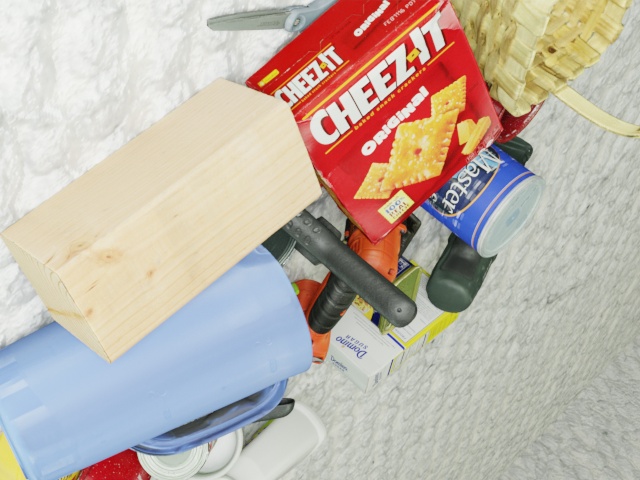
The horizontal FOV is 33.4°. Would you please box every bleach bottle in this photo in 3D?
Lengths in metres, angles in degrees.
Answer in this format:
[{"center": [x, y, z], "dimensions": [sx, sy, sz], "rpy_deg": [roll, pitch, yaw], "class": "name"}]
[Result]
[{"center": [-0.080, 0.268, 1.240], "dimensions": [0.103, 0.068, 0.250], "rpy_deg": [-45, 172, 20], "class": "bleach bottle"}]

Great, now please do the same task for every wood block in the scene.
[{"center": [-0.111, -0.020, 0.778], "dimensions": [0.205, 0.091, 0.090], "rpy_deg": [-40, 131, -22], "class": "wood block"}]

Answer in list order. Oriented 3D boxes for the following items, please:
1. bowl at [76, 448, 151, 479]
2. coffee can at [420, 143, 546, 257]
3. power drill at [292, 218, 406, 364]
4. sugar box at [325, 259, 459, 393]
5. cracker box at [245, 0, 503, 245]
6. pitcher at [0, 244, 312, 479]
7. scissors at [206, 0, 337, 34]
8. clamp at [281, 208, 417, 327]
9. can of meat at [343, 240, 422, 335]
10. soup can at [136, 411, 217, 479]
[{"center": [-0.203, 0.248, 1.003], "dimensions": [0.162, 0.055, 0.162], "rpy_deg": [-64, 180, -1], "class": "bowl"}, {"center": [0.153, -0.063, 1.139], "dimensions": [0.102, 0.140, 0.103], "rpy_deg": [-39, 154, -23], "class": "coffee can"}, {"center": [0.023, 0.021, 1.082], "dimensions": [0.188, 0.057, 0.184], "rpy_deg": [-57, -166, 37], "class": "power drill"}, {"center": [0.085, 0.105, 1.329], "dimensions": [0.176, 0.093, 0.048], "rpy_deg": [-35, 152, -29], "class": "sugar box"}, {"center": [0.056, -0.111, 0.901], "dimensions": [0.164, 0.072, 0.213], "rpy_deg": [-41, 146, -1], "class": "cracker box"}, {"center": [-0.135, 0.102, 0.850], "dimensions": [0.242, 0.149, 0.145], "rpy_deg": [-25, 172, -18], "class": "pitcher"}, {"center": [-0.021, -0.161, 0.848], "dimensions": [0.201, 0.016, 0.096], "rpy_deg": [-30, 149, -38], "class": "scissors"}, {"center": [0.004, 0.005, 0.910], "dimensions": [0.036, 0.210, 0.164], "rpy_deg": [-49, 168, -1], "class": "clamp"}, {"center": [0.062, 0.045, 1.210], "dimensions": [0.057, 0.084, 0.102], "rpy_deg": [-37, 153, -28], "class": "can of meat"}, {"center": [-0.133, 0.186, 1.009], "dimensions": [0.068, 0.068, 0.102], "rpy_deg": [-50, 180, -1], "class": "soup can"}]
